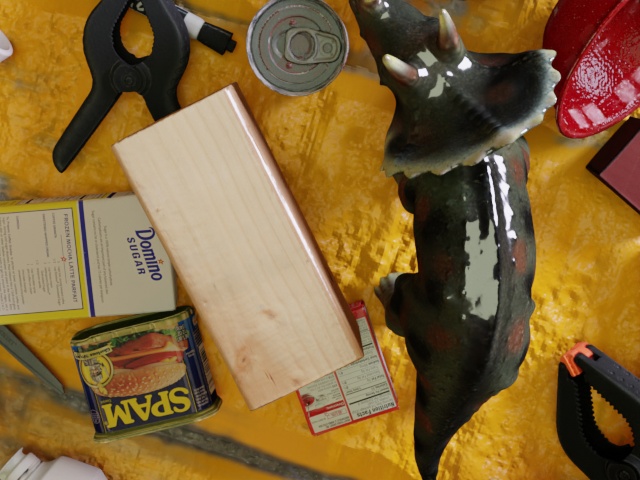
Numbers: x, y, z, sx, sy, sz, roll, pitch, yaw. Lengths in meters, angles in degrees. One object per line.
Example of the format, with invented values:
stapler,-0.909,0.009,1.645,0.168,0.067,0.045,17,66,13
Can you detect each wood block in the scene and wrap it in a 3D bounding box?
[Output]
wood block,-0.054,0.001,0.757,0.090,0.091,0.206,-26,99,4

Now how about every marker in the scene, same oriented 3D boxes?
marker,-0.118,-0.171,0.800,0.121,0.020,0.020,26,101,-2

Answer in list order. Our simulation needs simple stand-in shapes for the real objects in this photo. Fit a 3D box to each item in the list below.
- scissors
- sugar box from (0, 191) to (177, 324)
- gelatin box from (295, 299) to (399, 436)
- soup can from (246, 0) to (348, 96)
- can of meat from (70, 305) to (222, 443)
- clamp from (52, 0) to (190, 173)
scissors,-0.271,0.035,0.847,0.201,0.016,0.096,30,100,-3
sugar box,-0.201,0.013,0.818,0.176,0.048,0.093,-4,100,-5
gelatin box,0.014,0.101,0.837,0.073,0.030,0.089,-19,98,5
soup can,-0.014,-0.138,0.758,0.068,0.102,0.068,1,100,3
can of meat,-0.137,0.102,0.833,0.102,0.057,0.084,-14,97,5
clamp,-0.148,-0.118,0.795,0.120,0.039,0.171,-3,109,-1
